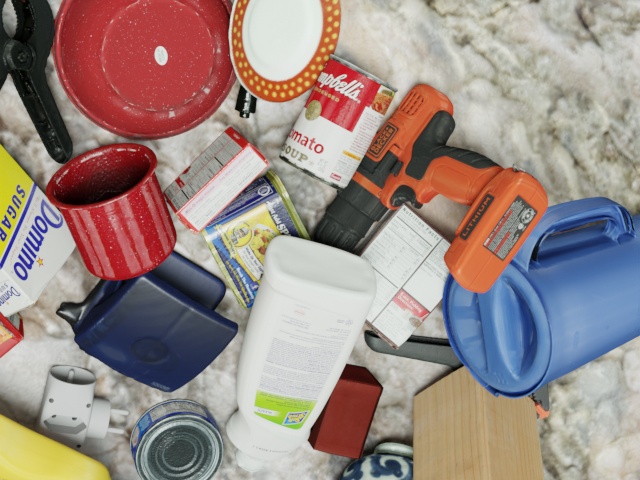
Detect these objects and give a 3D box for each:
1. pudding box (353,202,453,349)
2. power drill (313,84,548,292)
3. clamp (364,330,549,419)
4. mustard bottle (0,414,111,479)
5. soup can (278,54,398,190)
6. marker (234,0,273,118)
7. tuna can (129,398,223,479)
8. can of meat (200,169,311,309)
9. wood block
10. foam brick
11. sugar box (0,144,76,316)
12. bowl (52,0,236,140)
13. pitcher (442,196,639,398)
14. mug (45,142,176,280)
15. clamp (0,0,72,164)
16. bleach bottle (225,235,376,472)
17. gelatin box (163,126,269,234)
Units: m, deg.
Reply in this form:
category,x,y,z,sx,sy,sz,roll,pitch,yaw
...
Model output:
category,x,y,z,sx,sy,sz,roll,pitch,yaw
pudding box,0.074,0.033,1.003,0.090,0.039,0.113,41,88,-3
power drill,0.090,-0.031,0.925,0.057,0.188,0.184,29,97,-44
clamp,0.167,0.098,1.066,0.210,0.036,0.164,40,93,-20
mustard bottle,-0.240,0.201,0.909,0.191,0.058,0.096,32,136,-23
soup can,0.015,-0.103,0.942,0.068,0.068,0.102,25,98,-22
marker,-0.057,-0.166,0.927,0.020,0.020,0.121,5,105,-18
tuna can,-0.135,0.195,1.006,0.086,0.034,0.086,-5,108,-16
can of meat,-0.056,0.001,0.958,0.084,0.057,0.102,-29,113,-5
wood block,0.147,0.224,0.984,0.090,0.206,0.090,39,122,-24
foam brick,0.019,0.162,1.033,0.051,0.053,0.078,13,101,-20
sugar box,-0.278,-0.034,0.859,0.048,0.093,0.176,-24,117,33
bowl,-0.139,-0.157,0.886,0.162,0.055,0.162,-5,108,-16
pitcher,0.244,0.041,0.992,0.242,0.149,0.145,-16,82,-34
mug,-0.176,-0.025,0.886,0.093,0.117,0.081,-39,132,-30
clamp,-0.241,-0.139,0.855,0.120,0.039,0.171,11,87,-59
bleach bottle,-0.036,0.116,0.963,0.102,0.068,0.251,16,125,-11
gelatin box,-0.092,-0.052,0.922,0.089,0.073,0.030,-45,114,0
